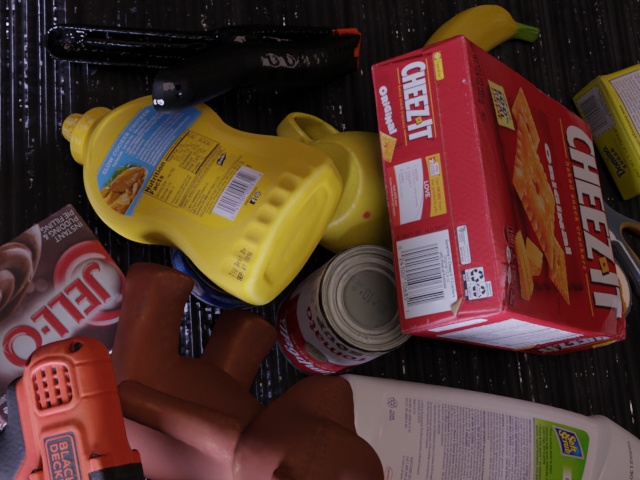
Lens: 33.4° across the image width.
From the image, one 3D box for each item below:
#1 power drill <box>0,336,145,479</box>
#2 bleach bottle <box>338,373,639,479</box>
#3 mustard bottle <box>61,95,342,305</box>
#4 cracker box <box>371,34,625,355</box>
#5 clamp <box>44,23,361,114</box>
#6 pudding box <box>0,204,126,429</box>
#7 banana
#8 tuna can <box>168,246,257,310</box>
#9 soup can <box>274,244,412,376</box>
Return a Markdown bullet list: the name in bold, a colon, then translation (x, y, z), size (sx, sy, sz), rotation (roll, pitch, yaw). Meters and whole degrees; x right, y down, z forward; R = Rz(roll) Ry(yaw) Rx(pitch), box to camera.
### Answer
- **power drill**: translation (-0.177, 0.158, 0.561), size (0.188, 0.057, 0.184), rotation (-15, 77, 12)
- **bleach bottle**: translation (0.121, 0.154, 0.699), size (0.250, 0.068, 0.102), rotation (12, 73, -16)
- **mustard bottle**: translation (-0.088, -0.039, 0.655), size (0.192, 0.058, 0.096), rotation (25, 76, 28)
- **cracker box**: translation (0.121, -0.018, 0.680), size (0.213, 0.072, 0.164), rotation (15, 66, -55)
- **clamp**: translation (-0.054, -0.116, 0.691), size (0.209, 0.165, 0.036), rotation (-7, 115, -28)
- **pudding box**: translation (-0.172, 0.045, 0.650), size (0.113, 0.039, 0.090), rotation (-36, 88, -23)
- **banana**: translation (0.095, -0.110, 0.778), size (0.069, 0.037, 0.197), rotation (36, 68, -3)
- **tuna can**: translation (-0.055, 0.001, 0.702), size (0.086, 0.034, 0.086), rotation (5, 74, -16)
- **soup can**: translation (0.017, 0.046, 0.674), size (0.068, 0.102, 0.068), rotation (5, 74, -17)
